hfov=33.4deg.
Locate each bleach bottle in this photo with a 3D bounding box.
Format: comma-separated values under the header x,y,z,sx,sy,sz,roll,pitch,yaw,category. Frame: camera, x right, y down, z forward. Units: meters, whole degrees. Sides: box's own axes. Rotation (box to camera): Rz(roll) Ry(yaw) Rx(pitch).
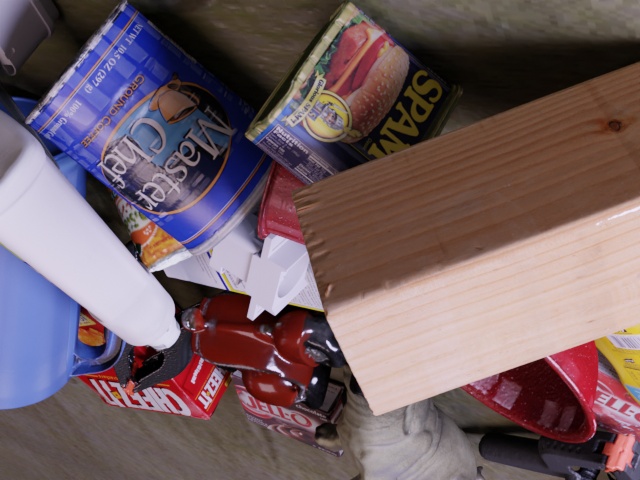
x,y,z,sx,sy,sz,roll,pitch,yaw,category
-0.169,0.011,0.756,0.103,0.068,0.250,36,168,41,bleach bottle

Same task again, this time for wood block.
x,y,z,sx,sy,sz,roll,pitch,yaw,category
0.102,-0.004,0.525,0.206,0.091,0.090,-20,136,5,wood block

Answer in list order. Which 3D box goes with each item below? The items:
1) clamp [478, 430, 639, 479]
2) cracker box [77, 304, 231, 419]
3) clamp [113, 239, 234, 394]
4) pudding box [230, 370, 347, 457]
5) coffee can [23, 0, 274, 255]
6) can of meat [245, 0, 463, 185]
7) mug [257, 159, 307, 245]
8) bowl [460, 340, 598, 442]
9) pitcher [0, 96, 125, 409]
x,y,z,sx,sy,sz,roll,pitch,yaw,category
0.223,0.187,0.853,0.164,0.036,0.210,25,163,2,clamp
-0.211,0.091,1.070,0.164,0.072,0.213,1,140,39,cracker box
-0.149,0.070,0.947,0.120,0.039,0.172,33,121,-15,clamp
-0.027,0.161,1.053,0.114,0.039,0.090,16,148,22,pudding box
-0.105,-0.072,0.695,0.140,0.102,0.103,39,149,-17,coffee can
0.019,-0.071,0.594,0.084,0.102,0.058,38,150,-11,can of meat
0.016,-0.031,0.682,0.081,0.093,0.117,20,-179,7,mug
0.112,0.052,0.656,0.162,0.055,0.162,36,163,13,bowl
-0.243,0.012,0.866,0.145,0.148,0.243,43,134,31,pitcher
